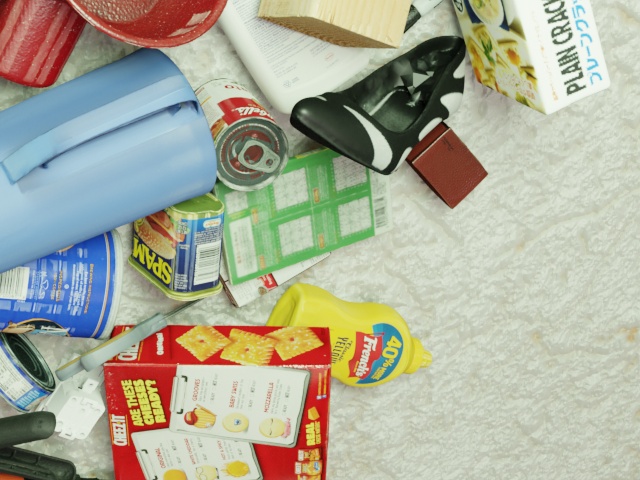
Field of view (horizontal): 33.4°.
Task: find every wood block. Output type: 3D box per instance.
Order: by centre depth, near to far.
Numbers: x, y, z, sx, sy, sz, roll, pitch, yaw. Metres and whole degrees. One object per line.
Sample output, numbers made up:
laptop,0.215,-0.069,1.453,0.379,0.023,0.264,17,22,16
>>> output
wood block,0.031,-0.265,0.852,0.090,0.090,0.206,13,93,-33

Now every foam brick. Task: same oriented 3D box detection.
foam brick,0.118,-0.081,1.058,0.053,0.051,0.078,-43,125,3

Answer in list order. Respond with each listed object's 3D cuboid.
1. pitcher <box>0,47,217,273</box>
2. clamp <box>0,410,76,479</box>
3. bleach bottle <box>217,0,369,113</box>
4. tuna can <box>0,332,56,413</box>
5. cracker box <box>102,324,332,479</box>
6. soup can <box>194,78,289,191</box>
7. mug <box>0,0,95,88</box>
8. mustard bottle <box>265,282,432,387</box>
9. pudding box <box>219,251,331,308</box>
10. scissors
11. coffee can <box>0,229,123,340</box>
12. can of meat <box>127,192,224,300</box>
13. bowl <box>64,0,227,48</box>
pitcher,-0.210,-0.057,0.840,0.242,0.145,0.149,-28,134,-27
clamp,-0.333,0.188,0.992,0.210,0.036,0.165,7,149,-9
bleach bottle,-0.056,-0.233,0.895,0.102,0.068,0.250,-34,122,-5
tuna can,-0.282,0.115,0.982,0.034,0.086,0.086,-37,125,-2
cracker box,-0.098,0.165,1.056,0.213,0.072,0.164,1,122,-1
soup can,-0.075,-0.095,0.939,0.068,0.102,0.068,-10,121,-17
mug,-0.234,-0.172,0.829,0.093,0.117,0.082,35,110,8
mustard bottle,0.038,0.108,1.127,0.191,0.058,0.096,16,112,-29
pudding box,-0.057,0.001,1.040,0.113,0.039,0.090,-31,122,-7
scissors,-0.172,0.087,0.995,0.096,0.201,0.016,-27,92,24
coffee can,-0.255,0.032,0.936,0.140,0.103,0.103,7,115,-25
can of meat,-0.130,-0.006,0.967,0.057,0.102,0.084,-11,120,-36
bowl,-0.147,-0.214,0.797,0.161,0.055,0.162,8,76,-35
